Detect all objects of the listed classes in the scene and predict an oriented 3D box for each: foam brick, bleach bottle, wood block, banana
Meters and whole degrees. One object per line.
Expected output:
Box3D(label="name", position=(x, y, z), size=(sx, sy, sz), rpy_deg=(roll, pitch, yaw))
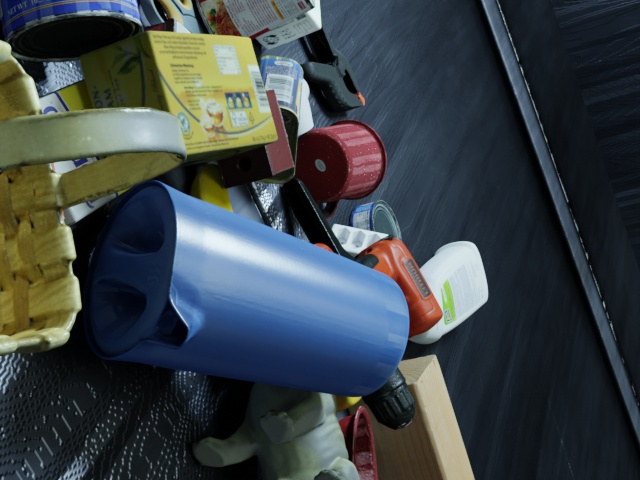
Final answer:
Box3D(label="foam brick", position=(-0.065, -0.094, 0.973), size=(0.051, 0.053, 0.078), rpy_deg=(-28, 104, -64))
Box3D(label="bleach bottle", position=(0.154, 0.073, 1.428), size=(0.250, 0.068, 0.102), rpy_deg=(-22, 97, -63))
Box3D(label="wood block", position=(0.110, 0.247, 1.210), size=(0.090, 0.090, 0.206), rpy_deg=(-35, 109, -65))
Box3D(label="banana", position=(-0.074, 0.001, 0.963), size=(0.069, 0.037, 0.198), rpy_deg=(-10, 63, -28))

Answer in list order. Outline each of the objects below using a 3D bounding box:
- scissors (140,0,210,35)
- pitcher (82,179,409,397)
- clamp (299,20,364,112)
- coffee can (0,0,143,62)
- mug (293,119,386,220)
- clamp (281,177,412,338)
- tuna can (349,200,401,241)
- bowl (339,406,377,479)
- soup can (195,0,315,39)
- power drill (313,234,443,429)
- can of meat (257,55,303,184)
Box3D(label="scissors", position=(-0.120, -0.189, 1.039), size=(0.201, 0.016, 0.096), rpy_deg=(59, 27, -31))
Box3D(label="pitcher", position=(-0.055, 0.044, 0.839), size=(0.242, 0.145, 0.149), rpy_deg=(19, 64, -35))
Box3D(label="clamp", position=(0.008, -0.220, 1.302), size=(0.171, 0.039, 0.120), rpy_deg=(40, 47, -61))
Box3D(label="coffee can", position=(-0.195, -0.216, 0.795), size=(0.102, 0.103, 0.140), rpy_deg=(1, 77, -64))
Box3D(label="mug", position=(0.012, -0.075, 1.192), size=(0.081, 0.093, 0.117), rpy_deg=(-18, 130, -60))
Box3D(label="clamp", position=(0.018, 0.044, 1.112), size=(0.210, 0.036, 0.164), rpy_deg=(46, 31, -13))
Box3D(label="tuna can", position=(0.069, -0.005, 1.321), size=(0.086, 0.034, 0.086), rpy_deg=(40, 42, -51))
Box3D(label="bowl", position=(0.020, 0.243, 1.034), size=(0.162, 0.055, 0.162), rpy_deg=(-5, 90, -80))
Box3D(label="soup can", position=(-0.064, -0.239, 1.059), size=(0.068, 0.102, 0.068), rpy_deg=(61, 11, -22))
Box3D(label="power drill", position=(0.057, 0.076, 1.024), size=(0.184, 0.057, 0.187), rpy_deg=(61, 24, 3))
Box3D(label="can of meat", position=(-0.048, -0.123, 1.076), size=(0.102, 0.057, 0.084), rpy_deg=(97, 0, -47))
